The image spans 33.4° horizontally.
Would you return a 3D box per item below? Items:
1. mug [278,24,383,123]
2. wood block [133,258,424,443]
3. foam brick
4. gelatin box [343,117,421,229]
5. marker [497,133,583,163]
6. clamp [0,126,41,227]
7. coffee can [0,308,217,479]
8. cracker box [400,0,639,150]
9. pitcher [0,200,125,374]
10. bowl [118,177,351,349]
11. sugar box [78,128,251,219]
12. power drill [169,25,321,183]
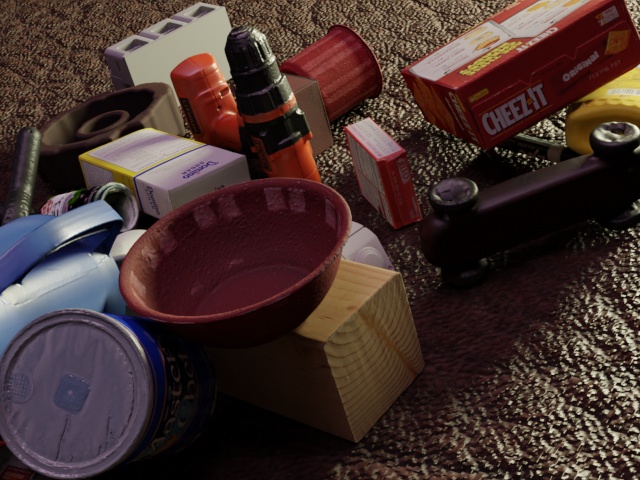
[{"bbox_3d":[0.003,-0.172,1.169,0.081,0.093,0.117,-36,5,-21],"label":"mug"},{"bbox_3d":[-0.038,0.062,0.794,0.206,0.091,0.090,12,41,40],"label":"wood block"},{"bbox_3d":[-0.029,-0.125,1.106,0.052,0.078,0.051,-35,35,-31],"label":"foam brick"},{"bbox_3d":[0.056,-0.061,0.964,0.030,0.073,0.089,-23,31,-10],"label":"gelatin box"},{"bbox_3d":[0.201,-0.085,0.985,0.020,0.020,0.121,-34,34,-26],"label":"marker"},{"bbox_3d":[-0.301,-0.033,1.064,0.039,0.120,0.171,2,32,-13],"label":"clamp"},{"bbox_3d":[-0.137,0.099,0.707,0.103,0.103,0.140,-11,-8,10],"label":"coffee can"},{"bbox_3d":[0.181,-0.163,0.999,0.164,0.072,0.214,-31,16,-1],"label":"cracker box"},{"bbox_3d":[-0.233,0.053,0.738,0.145,0.149,0.242,1,8,11],"label":"pitcher"},{"bbox_3d":[-0.051,0.023,0.718,0.162,0.055,0.162,-13,32,8],"label":"bowl"},{"bbox_3d":[-0.156,-0.066,1.064,0.093,0.048,0.176,-28,33,-31],"label":"sugar box"},{"bbox_3d":[-0.080,-0.131,1.041,0.057,0.184,0.188,-30,30,-19],"label":"power drill"}]
